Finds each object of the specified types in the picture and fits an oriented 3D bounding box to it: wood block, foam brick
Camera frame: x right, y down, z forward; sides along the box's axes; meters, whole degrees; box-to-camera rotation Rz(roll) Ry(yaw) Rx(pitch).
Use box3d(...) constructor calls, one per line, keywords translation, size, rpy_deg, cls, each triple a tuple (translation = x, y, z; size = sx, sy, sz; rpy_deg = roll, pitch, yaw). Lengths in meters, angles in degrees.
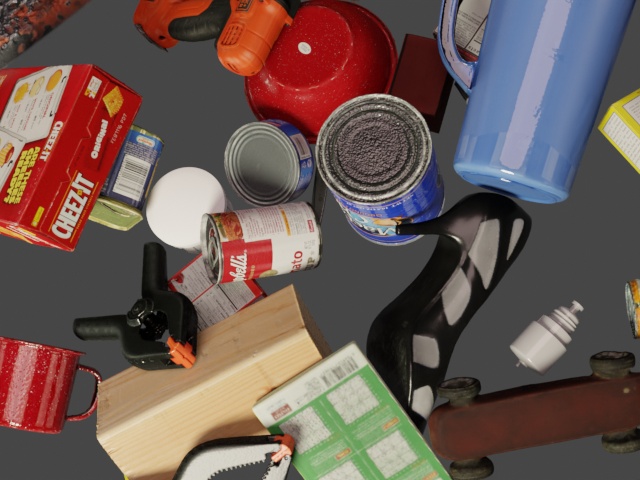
box3d(translation=(-0.091, 0.139, 0.973), size=(0.206, 0.090, 0.090), rpy_deg=(-27, 29, 4), cls="wood block")
box3d(translation=(0.101, -0.153, 1.048), size=(0.051, 0.053, 0.078), rpy_deg=(14, 79, 15), cls="foam brick")

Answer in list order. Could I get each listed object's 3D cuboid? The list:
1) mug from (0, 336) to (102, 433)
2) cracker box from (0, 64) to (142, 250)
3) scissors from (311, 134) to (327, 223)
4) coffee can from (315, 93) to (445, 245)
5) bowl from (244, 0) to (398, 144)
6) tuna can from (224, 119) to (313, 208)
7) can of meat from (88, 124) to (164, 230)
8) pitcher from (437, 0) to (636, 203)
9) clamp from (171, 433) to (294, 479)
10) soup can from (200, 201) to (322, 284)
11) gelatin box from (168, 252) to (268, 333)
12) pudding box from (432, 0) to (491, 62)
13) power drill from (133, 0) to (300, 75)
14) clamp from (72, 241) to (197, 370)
box3d(translation=(-0.270, 0.142, 1.036), size=(0.117, 0.093, 0.081), rpy_deg=(14, 81, -22), cls="mug")
box3d(translation=(-0.279, -0.084, 1.047), size=(0.214, 0.072, 0.164), rpy_deg=(10, 74, 51), cls="cracker box")
box3d(translation=(-0.011, -0.097, 1.075), size=(0.096, 0.016, 0.201), rpy_deg=(20, 79, 18), cls="scissors")
box3d(translation=(0.059, -0.062, 0.985), size=(0.103, 0.140, 0.103), rpy_deg=(-3, 74, 11), cls="coffee can")
box3d(translation=(-0.007, -0.180, 1.060), size=(0.162, 0.055, 0.162), rpy_deg=(-5, 72, 14), cls="bowl")
box3d(translation=(-0.050, -0.076, 1.048), size=(0.086, 0.033, 0.086), rpy_deg=(8, 106, 28), cls="tuna can")
box3d(translation=(-0.198, -0.063, 1.062), size=(0.057, 0.102, 0.084), rpy_deg=(21, 75, -17), cls="can of meat")
box3d(translation=(0.192, -0.165, 0.963), size=(0.149, 0.144, 0.243), rpy_deg=(14, 86, 49), cls="pitcher")
box3d(translation=(-0.113, 0.230, 0.926), size=(0.164, 0.036, 0.210), rpy_deg=(44, 101, -4), cls="clamp")
box3d(translation=(-0.057, 0.001, 1.012), size=(0.102, 0.069, 0.068), rpy_deg=(-8, 71, -19), cls="soup can")
box3d(translation=(-0.108, 0.055, 1.048), size=(0.089, 0.030, 0.073), rpy_deg=(-40, 72, 0), cls="gelatin box")
box3d(translation=(0.179, -0.221, 1.057), size=(0.090, 0.039, 0.113), rpy_deg=(35, 86, 16), cls="pudding box")
box3d(translation=(-0.094, -0.256, 1.075), size=(0.188, 0.057, 0.184), rpy_deg=(13, 72, 44), cls="power drill")
box3d(translation=(-0.158, 0.064, 1.001), size=(0.172, 0.039, 0.120), rpy_deg=(21, 76, 47), cls="clamp")
